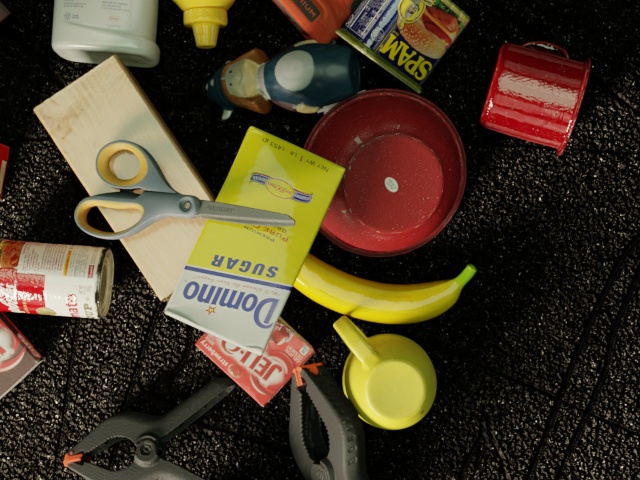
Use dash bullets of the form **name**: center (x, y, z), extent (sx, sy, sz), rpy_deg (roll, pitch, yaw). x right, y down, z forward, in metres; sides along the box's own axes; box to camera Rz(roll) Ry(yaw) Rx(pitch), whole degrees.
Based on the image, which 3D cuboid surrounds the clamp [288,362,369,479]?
- **clamp**: center (0.020, 0.212, 0.962), extent (0.036, 0.165, 0.210), rpy_deg (-4, 79, -37)

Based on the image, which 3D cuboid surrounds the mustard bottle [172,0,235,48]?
- **mustard bottle**: center (-0.109, -0.276, 0.995), extent (0.096, 0.058, 0.191), rpy_deg (-2, 88, 42)

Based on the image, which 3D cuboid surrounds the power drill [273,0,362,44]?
- **power drill**: center (0.026, -0.286, 0.986), extent (0.187, 0.057, 0.184), rpy_deg (-41, 110, 2)

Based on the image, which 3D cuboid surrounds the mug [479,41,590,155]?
- **mug**: center (0.200, -0.144, 0.995), extent (0.081, 0.093, 0.117), rpy_deg (16, 57, 5)

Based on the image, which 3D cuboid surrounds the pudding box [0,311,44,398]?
- **pudding box**: center (-0.332, 0.117, 1.004), extent (0.113, 0.039, 0.090), rpy_deg (-43, 89, -1)

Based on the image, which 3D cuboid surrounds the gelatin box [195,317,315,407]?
- **gelatin box**: center (-0.061, 0.101, 1.009), extent (0.089, 0.030, 0.073), rpy_deg (43, 89, 1)

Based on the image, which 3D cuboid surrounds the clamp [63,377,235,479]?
- **clamp**: center (-0.152, 0.187, 0.998), extent (0.171, 0.039, 0.120), rpy_deg (1, 65, 6)

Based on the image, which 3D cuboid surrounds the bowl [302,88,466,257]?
- **bowl**: center (0.062, -0.056, 0.981), extent (0.162, 0.055, 0.162), rpy_deg (-2, 104, -7)

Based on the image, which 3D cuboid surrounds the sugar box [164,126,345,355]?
- **sugar box**: center (-0.056, 0.001, 0.916), extent (0.093, 0.048, 0.176), rpy_deg (24, 81, -2)

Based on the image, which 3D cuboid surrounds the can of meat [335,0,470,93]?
- **can of meat**: center (0.077, -0.196, 0.976), extent (0.084, 0.101, 0.057), rpy_deg (-53, 47, 10)

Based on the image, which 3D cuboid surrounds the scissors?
- **scissors**: center (-0.117, -0.046, 0.901), extent (0.202, 0.016, 0.096), rpy_deg (-7, 76, 18)

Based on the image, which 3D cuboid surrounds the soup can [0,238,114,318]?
- **soup can**: center (-0.249, 0.036, 0.992), extent (0.102, 0.068, 0.068), rpy_deg (5, 88, 0)

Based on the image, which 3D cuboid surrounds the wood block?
- **wood block**: center (-0.162, -0.054, 0.985), extent (0.091, 0.090, 0.206), rpy_deg (-34, 88, -1)

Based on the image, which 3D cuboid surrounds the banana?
- **banana**: center (0.044, 0.042, 1.005), extent (0.198, 0.037, 0.070), rpy_deg (7, 99, 3)

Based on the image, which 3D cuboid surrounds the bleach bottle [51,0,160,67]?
- **bleach bottle**: center (-0.192, -0.295, 1.007), extent (0.102, 0.068, 0.251), rpy_deg (5, 86, 0)
